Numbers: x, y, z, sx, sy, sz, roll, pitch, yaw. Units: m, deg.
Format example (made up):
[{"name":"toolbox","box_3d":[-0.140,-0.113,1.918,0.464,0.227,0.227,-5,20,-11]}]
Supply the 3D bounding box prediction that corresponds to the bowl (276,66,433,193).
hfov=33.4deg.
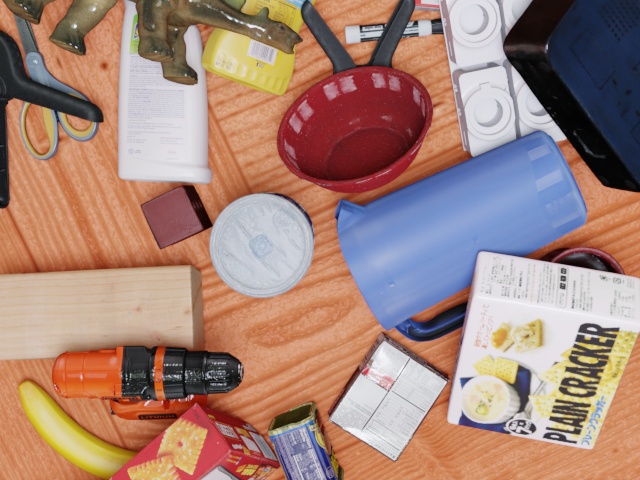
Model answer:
[{"name":"bowl","box_3d":[0.040,-0.101,1.081,0.162,0.055,0.162,-11,49,13]}]

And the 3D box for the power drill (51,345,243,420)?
[{"name":"power drill","box_3d":[-0.164,0.145,1.093,0.184,0.187,0.057,1,73,2]}]

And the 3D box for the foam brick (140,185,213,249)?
[{"name":"foam brick","box_3d":[-0.153,-0.026,1.140,0.051,0.078,0.053,-24,93,3]}]

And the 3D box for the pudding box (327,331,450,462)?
[{"name":"pudding box","box_3d":[0.074,0.172,1.169,0.090,0.039,0.113,33,95,-2]}]

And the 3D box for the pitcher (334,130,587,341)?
[{"name":"pitcher","box_3d":[0.148,-0.006,1.101,0.243,0.149,0.145,-26,67,8]}]

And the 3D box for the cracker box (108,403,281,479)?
[{"name":"cracker box","box_3d":[-0.162,0.269,1.112,0.214,0.164,0.072,-40,67,3]}]

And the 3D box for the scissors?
[{"name":"scissors","box_3d":[-0.291,-0.188,1.161,0.096,0.016,0.202,-1,94,4]}]

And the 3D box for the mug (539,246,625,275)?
[{"name":"mug","box_3d":[0.259,0.053,1.138,0.117,0.081,0.093,-12,93,1]}]

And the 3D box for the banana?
[{"name":"banana","box_3d":[-0.250,0.221,1.176,0.198,0.037,0.069,23,90,0]}]

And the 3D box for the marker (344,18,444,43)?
[{"name":"marker","box_3d":[0.087,-0.228,1.154,0.121,0.020,0.020,-5,93,1]}]

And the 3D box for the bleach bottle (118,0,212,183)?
[{"name":"bleach bottle","box_3d":[-0.162,-0.188,1.139,0.102,0.068,0.251,3,91,2]}]

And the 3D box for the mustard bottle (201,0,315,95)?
[{"name":"mustard bottle","box_3d":[-0.053,-0.257,1.127,0.096,0.058,0.191,17,93,-30]}]

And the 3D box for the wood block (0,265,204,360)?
[{"name":"wood block","box_3d":[-0.233,0.078,1.134,0.206,0.091,0.090,-3,83,1]}]

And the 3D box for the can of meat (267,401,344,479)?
[{"name":"can of meat","box_3d":[-0.016,0.226,1.142,0.057,0.102,0.084,-21,91,2]}]

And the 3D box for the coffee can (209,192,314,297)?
[{"name":"coffee can","box_3d":[-0.057,0.001,1.108,0.103,0.140,0.103,0,93,0]}]

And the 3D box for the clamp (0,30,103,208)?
[{"name":"clamp","box_3d":[-0.349,-0.150,1.147,0.165,0.036,0.210,-44,82,15]}]

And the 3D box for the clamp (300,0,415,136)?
[{"name":"clamp","box_3d":[0.054,-0.184,1.137,0.120,0.039,0.171,-13,108,3]}]
